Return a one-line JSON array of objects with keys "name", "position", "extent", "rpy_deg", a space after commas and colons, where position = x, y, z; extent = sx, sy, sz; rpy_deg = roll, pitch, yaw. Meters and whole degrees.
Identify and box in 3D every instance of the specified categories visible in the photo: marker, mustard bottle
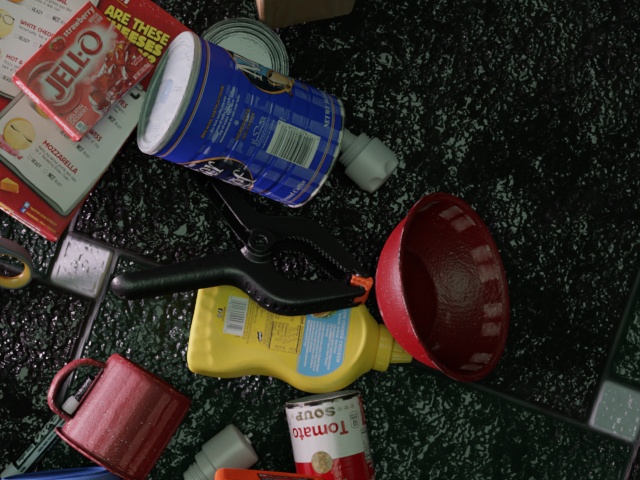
[{"name": "marker", "position": [-0.232, 0.165, 0.934], "extent": [0.020, 0.020, 0.121], "rpy_deg": [41, 86, 1]}, {"name": "mustard bottle", "position": [-0.014, 0.081, 0.925], "extent": [0.191, 0.058, 0.096], "rpy_deg": [9, 70, -1]}]

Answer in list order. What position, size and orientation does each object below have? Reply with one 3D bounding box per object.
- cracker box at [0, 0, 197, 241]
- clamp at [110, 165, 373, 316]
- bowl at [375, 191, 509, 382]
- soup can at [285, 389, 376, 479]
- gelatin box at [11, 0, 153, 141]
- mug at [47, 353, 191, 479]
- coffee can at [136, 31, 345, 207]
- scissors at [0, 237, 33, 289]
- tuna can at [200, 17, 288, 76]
[{"name": "cracker box", "position": [-0.232, -0.130, 0.904], "extent": [0.164, 0.072, 0.213], "rpy_deg": [35, 78, -13]}, {"name": "clamp", "position": [-0.056, 0.001, 0.912], "extent": [0.210, 0.036, 0.164], "rpy_deg": [14, 57, -2]}, {"name": "bowl", "position": [0.096, 0.043, 0.909], "extent": [0.055, 0.161, 0.162], "rpy_deg": [-14, 86, 39]}, {"name": "soup can", "position": [0.010, 0.184, 0.916], "extent": [0.068, 0.068, 0.102], "rpy_deg": [-10, 86, -3]}, {"name": "gelatin box", "position": [-0.192, -0.135, 0.862], "extent": [0.073, 0.030, 0.089], "rpy_deg": [45, 75, -11]}, {"name": "mug", "position": [-0.172, 0.143, 0.900], "extent": [0.117, 0.093, 0.081], "rpy_deg": [35, 81, -15]}, {"name": "coffee can", "position": [-0.065, -0.097, 0.876], "extent": [0.140, 0.103, 0.103], "rpy_deg": [20, 85, -26]}, {"name": "scissors", "position": [-0.281, -0.013, 0.879], "extent": [0.096, 0.202, 0.016], "rpy_deg": [-1, 48, -22]}, {"name": "tuna can", "position": [-0.072, -0.152, 0.949], "extent": [0.086, 0.034, 0.086], "rpy_deg": [0, 90, -4]}]
